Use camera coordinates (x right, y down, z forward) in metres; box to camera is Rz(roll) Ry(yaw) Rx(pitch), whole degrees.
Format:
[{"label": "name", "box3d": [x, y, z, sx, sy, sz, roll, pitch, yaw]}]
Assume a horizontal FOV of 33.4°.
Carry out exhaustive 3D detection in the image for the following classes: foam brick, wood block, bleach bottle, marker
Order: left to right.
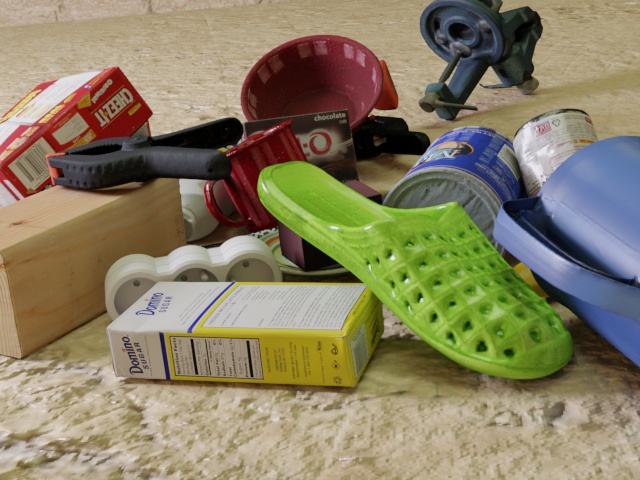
[{"label": "wood block", "box3d": [-0.212, 0.010, 0.890, 0.091, 0.090, 0.205, 8, 23, 31]}, {"label": "bleach bottle", "box3d": [-0.116, -0.057, 1.100, 0.102, 0.068, 0.250, -6, 21, 6]}, {"label": "marker", "box3d": [-0.056, 0.001, 0.977, 0.120, 0.020, 0.020, -15, 21, -25]}, {"label": "foam brick", "box3d": [0.009, -0.013, 0.882, 0.078, 0.053, 0.051, -15, 22, -23]}]

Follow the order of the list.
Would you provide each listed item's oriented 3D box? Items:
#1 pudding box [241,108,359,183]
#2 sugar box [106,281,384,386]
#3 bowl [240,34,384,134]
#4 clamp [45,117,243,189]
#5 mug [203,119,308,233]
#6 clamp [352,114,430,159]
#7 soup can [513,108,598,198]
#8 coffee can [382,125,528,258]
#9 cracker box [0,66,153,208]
[{"label": "pudding box", "box3d": [-0.021, -0.082, 1.092, 0.113, 0.090, 0.039, -9, -2, -12]}, {"label": "sugar box", "box3d": [-0.051, 0.064, 0.757, 0.176, 0.048, 0.093, -2, 19, 19]}, {"label": "bowl", "box3d": [-0.006, -0.155, 1.195, 0.162, 0.055, 0.162, -6, 54, 8]}, {"label": "clamp", "box3d": [-0.146, -0.067, 0.899, 0.171, 0.039, 0.120, -13, 16, -3]}, {"label": "mug", "box3d": [-0.058, -0.054, 1.015, 0.117, 0.081, 0.093, -33, 11, -33]}, {"label": "clamp", "box3d": [0.063, -0.116, 1.244, 0.165, 0.036, 0.209, -9, 15, 20]}, {"label": "soup can", "box3d": [0.200, -0.047, 0.863, 0.068, 0.102, 0.068, -9, -25, -5]}, {"label": "coffee can", "box3d": [0.115, -0.029, 0.887, 0.103, 0.103, 0.140, 1, 20, 19]}, {"label": "cracker box", "box3d": [-0.295, -0.101, 1.130, 0.164, 0.072, 0.214, -48, 26, -25]}]
